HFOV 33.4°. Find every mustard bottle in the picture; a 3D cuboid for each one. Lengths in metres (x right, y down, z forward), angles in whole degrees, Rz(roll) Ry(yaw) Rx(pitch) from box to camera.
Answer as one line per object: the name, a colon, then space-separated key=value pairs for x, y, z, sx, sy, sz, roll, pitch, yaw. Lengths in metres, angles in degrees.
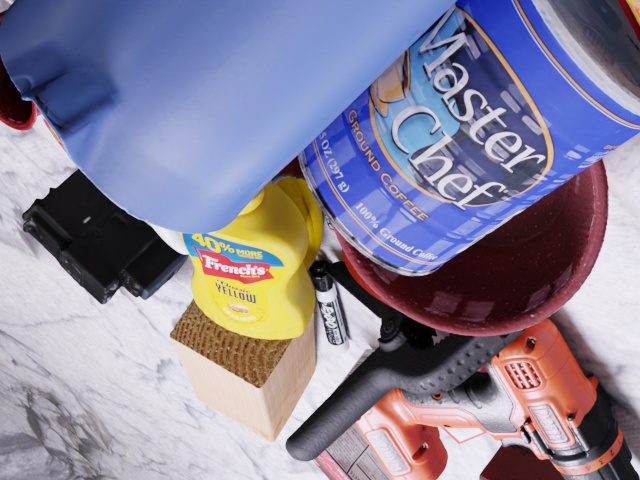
mustard bottle: x=-0.055 y=0.001 z=0.778 sx=0.096 sy=0.058 sz=0.192 roll=18 pitch=149 yaw=13

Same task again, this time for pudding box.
pudding box: x=0.045 y=0.163 z=0.915 sx=0.039 sy=0.113 sz=0.090 roll=-6 pitch=127 yaw=54

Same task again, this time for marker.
marker: x=0.008 y=0.057 z=0.913 sx=0.020 sy=0.020 sz=0.121 roll=27 pitch=151 yaw=29

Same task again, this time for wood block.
wood block: x=-0.063 y=0.102 z=0.959 sx=0.091 sy=0.090 sz=0.206 roll=27 pitch=161 yaw=12

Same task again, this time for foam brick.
foam brick: x=0.174 y=0.201 z=0.860 sx=0.078 sy=0.053 sz=0.051 roll=28 pitch=151 yaw=30

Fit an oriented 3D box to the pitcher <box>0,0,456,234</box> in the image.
pitcher: x=-0.001 y=-0.124 z=0.428 sx=0.144 sy=0.149 sz=0.243 roll=29 pitch=125 yaw=-37

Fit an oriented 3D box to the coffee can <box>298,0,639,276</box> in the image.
coffee can: x=0.072 y=-0.061 z=0.477 sx=0.103 sy=0.102 sz=0.141 roll=47 pitch=126 yaw=-9

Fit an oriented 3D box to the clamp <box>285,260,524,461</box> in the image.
clamp: x=0.055 y=0.078 z=0.752 sx=0.036 sy=0.164 sz=0.210 roll=31 pitch=153 yaw=-32

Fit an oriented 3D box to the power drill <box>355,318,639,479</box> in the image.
power drill: x=0.128 y=0.143 z=0.781 sx=0.188 sy=0.057 sz=0.184 roll=-16 pitch=113 yaw=40

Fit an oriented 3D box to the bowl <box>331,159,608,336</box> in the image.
bowl: x=0.083 y=-0.032 z=0.579 sx=0.162 sy=0.055 sz=0.162 roll=11 pitch=112 yaw=29

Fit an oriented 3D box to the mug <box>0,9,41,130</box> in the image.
mug: x=-0.227 y=-0.156 z=0.835 sx=0.093 sy=0.081 sz=0.117 roll=-9 pitch=113 yaw=51
